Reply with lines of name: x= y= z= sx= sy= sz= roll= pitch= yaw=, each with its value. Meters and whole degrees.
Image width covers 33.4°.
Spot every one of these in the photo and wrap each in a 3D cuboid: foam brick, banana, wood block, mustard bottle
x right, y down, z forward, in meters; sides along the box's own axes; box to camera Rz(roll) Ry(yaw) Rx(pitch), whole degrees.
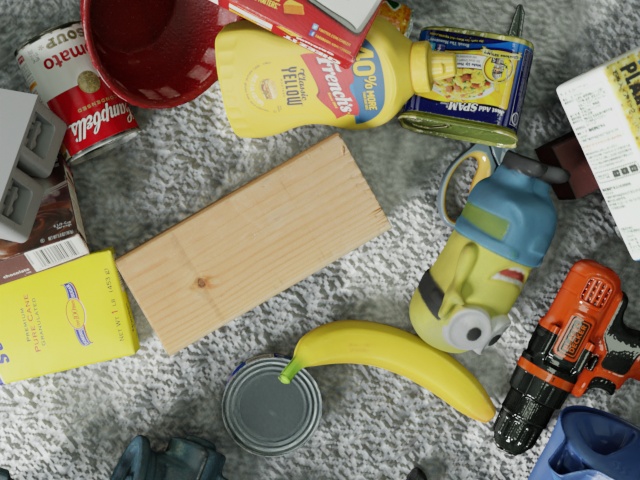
foam brick: x=0.236 y=-0.074 z=0.923 sx=0.078 sy=0.053 sz=0.051 roll=-26 pitch=93 yaw=-3
banana: x=0.060 y=0.108 z=0.919 sx=0.197 sy=0.037 sz=0.069 roll=12 pitch=73 yaw=-12
wood block: x=-0.056 y=0.001 z=0.888 sx=0.206 sy=0.090 sz=0.091 roll=-30 pitch=95 yaw=-3
mustard bottle: x=0.015 y=-0.137 z=0.871 sx=0.192 sy=0.058 sz=0.096 roll=-2 pitch=118 yaw=14

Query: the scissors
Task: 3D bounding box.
scissors: x=0.171 y=-0.096 z=0.937 sx=0.096 sy=0.016 sz=0.202 roll=27 pitch=90 yaw=-6

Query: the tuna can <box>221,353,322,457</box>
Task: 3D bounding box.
tuna can: x=-0.042 y=0.141 z=0.921 sx=0.086 sy=0.034 sz=0.086 roll=0 pitch=92 yaw=-4

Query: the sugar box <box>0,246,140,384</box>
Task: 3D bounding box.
sugar box: x=-0.249 y=0.070 z=0.899 sx=0.176 sy=0.048 sz=0.093 roll=-14 pitch=93 yaw=-5

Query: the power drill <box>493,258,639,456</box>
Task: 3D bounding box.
power drill: x=0.262 y=0.132 z=0.929 sx=0.187 sy=0.057 sz=0.184 roll=26 pitch=96 yaw=-5

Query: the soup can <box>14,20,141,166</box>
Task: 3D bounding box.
soup can: x=-0.201 y=-0.122 z=0.884 sx=0.068 sy=0.068 sz=0.102 roll=-26 pitch=93 yaw=-3

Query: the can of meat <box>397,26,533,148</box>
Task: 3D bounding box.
can of meat: x=0.124 y=-0.130 z=0.902 sx=0.102 sy=0.057 sz=0.084 roll=11 pitch=85 yaw=13

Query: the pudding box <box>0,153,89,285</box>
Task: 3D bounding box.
pudding box: x=-0.254 y=-0.013 z=0.879 sx=0.113 sy=0.039 sz=0.090 roll=-17 pitch=58 yaw=-5

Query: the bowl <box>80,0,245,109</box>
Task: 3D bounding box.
bowl: x=-0.137 y=-0.191 z=0.869 sx=0.161 sy=0.055 sz=0.162 roll=-23 pitch=124 yaw=-38
